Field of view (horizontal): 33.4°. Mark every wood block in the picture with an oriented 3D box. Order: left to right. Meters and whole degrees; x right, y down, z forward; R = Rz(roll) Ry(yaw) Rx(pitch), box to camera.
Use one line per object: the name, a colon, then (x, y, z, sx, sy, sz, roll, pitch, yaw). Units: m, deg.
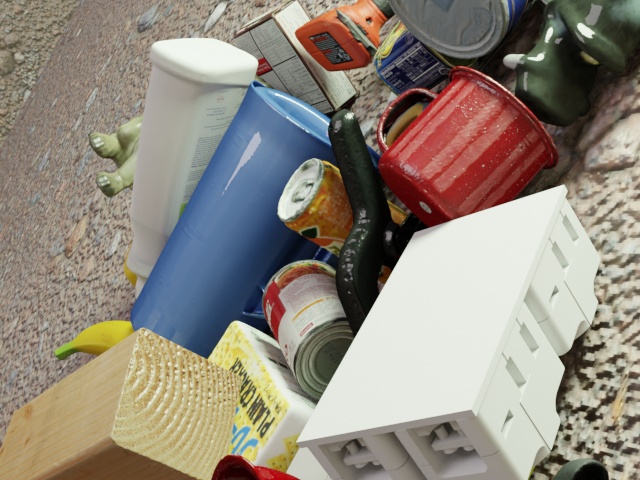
wood block: (-0.159, 0.154, 0.799, 0.207, 0.090, 0.090, -32, 38, 42)

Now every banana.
banana: (-0.170, 0.109, 0.951, 0.069, 0.037, 0.198, -53, 34, -14)

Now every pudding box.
pudding box: (-0.025, -0.171, 1.038, 0.039, 0.113, 0.090, -44, 18, -26)

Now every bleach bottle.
bleach bottle: (-0.131, -0.053, 0.963, 0.102, 0.068, 0.251, -22, -44, -57)

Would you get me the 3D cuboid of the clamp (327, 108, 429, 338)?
clamp: (0.042, -0.006, 0.736, 0.039, 0.120, 0.171, -30, 41, 60)

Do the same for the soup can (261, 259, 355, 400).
soup can: (0.001, 0.065, 0.787, 0.068, 0.068, 0.102, -55, 26, 11)

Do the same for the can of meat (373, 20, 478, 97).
can of meat: (0.096, -0.167, 0.847, 0.102, 0.057, 0.084, -55, 12, -25)

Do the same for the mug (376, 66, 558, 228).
mug: (0.084, -0.058, 0.699, 0.081, 0.093, 0.117, -46, 60, -6)

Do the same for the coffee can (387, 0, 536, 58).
coffee can: (0.125, -0.212, 0.764, 0.140, 0.102, 0.103, -47, 18, -26)

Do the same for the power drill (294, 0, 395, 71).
power drill: (0.062, -0.237, 0.969, 0.187, 0.057, 0.185, -49, 16, -8)

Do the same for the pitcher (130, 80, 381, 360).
pitcher: (-0.056, 0.001, 0.906, 0.243, 0.145, 0.149, -57, 1, 14)

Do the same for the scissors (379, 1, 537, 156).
scissors: (0.109, -0.129, 0.857, 0.202, 0.016, 0.096, -55, 21, -1)
